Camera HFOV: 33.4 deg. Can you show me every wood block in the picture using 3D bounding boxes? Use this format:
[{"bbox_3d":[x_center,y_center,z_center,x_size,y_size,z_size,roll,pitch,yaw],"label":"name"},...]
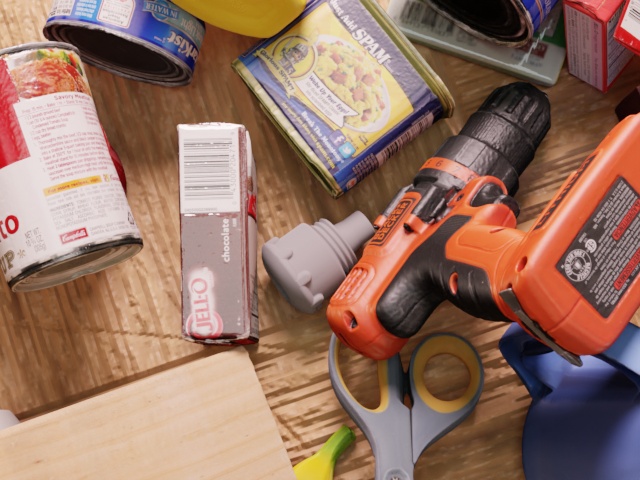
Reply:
[{"bbox_3d":[-0.125,0.132,0.520,0.205,0.091,0.090,-17,81,-28],"label":"wood block"}]

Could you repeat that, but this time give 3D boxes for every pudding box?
[{"bbox_3d":[-0.054,0.001,0.576,0.039,0.090,0.113,0,83,-1],"label":"pudding box"}]

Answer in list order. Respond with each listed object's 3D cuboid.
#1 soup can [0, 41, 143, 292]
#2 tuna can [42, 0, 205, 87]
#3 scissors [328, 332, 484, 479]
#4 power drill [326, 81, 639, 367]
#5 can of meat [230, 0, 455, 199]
[{"bbox_3d":[-0.131,-0.034,0.509,0.068,0.068,0.102,-20,84,-1],"label":"soup can"},{"bbox_3d":[-0.108,-0.117,0.593,0.086,0.086,0.034,16,82,3],"label":"tuna can"},{"bbox_3d":[0.055,0.119,0.552,0.096,0.016,0.202,-4,52,-14],"label":"scissors"},{"bbox_3d":[0.097,-0.014,0.526,0.057,0.188,0.184,40,75,-17],"label":"power drill"},{"bbox_3d":[0.012,-0.086,0.602,0.084,0.057,0.102,-38,83,-1],"label":"can of meat"}]
